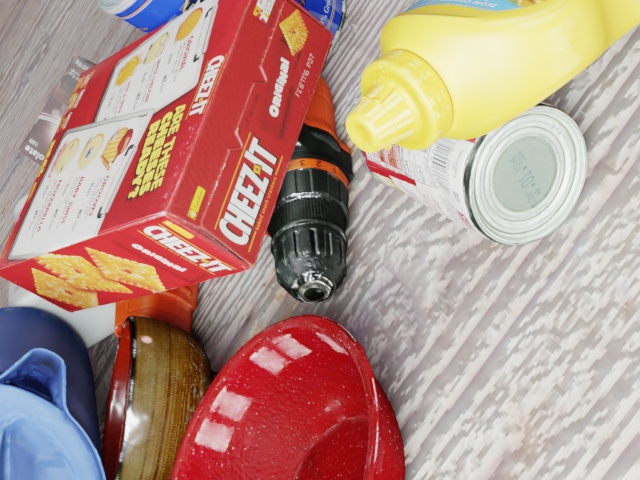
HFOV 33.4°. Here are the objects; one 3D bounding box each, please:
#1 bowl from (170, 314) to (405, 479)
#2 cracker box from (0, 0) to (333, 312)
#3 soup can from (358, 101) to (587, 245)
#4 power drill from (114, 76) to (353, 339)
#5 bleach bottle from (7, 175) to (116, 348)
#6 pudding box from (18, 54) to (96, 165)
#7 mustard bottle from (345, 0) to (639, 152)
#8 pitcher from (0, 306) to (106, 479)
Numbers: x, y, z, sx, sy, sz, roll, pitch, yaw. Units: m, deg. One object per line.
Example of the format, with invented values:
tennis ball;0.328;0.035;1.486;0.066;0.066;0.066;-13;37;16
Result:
bowl;-0.010;0.121;0.520;0.162;0.055;0.162;-35;41;37
cracker box;-0.101;-0.050;0.659;0.214;0.072;0.164;-14;52;49
soup can;0.071;-0.044;0.517;0.068;0.068;0.102;-60;32;3
power drill;-0.054;0.001;0.674;0.188;0.057;0.184;-38;35;29
bleach bottle;-0.207;-0.005;0.884;0.102;0.068;0.251;-31;31;3
pudding box;-0.164;-0.078;0.839;0.090;0.113;0.039;-57;-2;8
mustard bottle;0.083;-0.094;0.459;0.191;0.058;0.096;-38;31;-26
pitcher;-0.201;0.126;0.651;0.149;0.145;0.243;-20;12;-7
